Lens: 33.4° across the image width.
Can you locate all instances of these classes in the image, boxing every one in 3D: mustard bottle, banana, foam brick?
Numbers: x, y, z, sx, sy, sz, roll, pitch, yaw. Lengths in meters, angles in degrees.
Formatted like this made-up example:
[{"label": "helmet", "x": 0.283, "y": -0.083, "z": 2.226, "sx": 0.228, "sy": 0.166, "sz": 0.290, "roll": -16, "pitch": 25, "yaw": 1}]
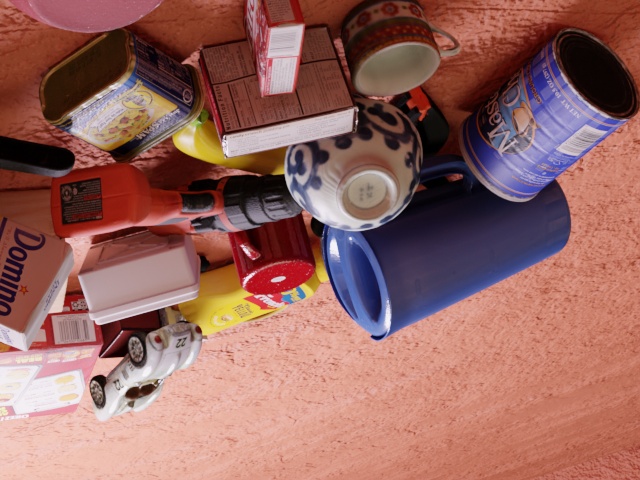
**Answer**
[{"label": "mustard bottle", "x": -0.064, "y": 0.050, "z": 1.229, "sx": 0.192, "sy": 0.058, "sz": 0.096, "roll": -20, "pitch": 149, "yaw": 7}, {"label": "banana", "x": -0.072, "y": -0.082, "z": 0.962, "sx": 0.070, "sy": 0.037, "sz": 0.197, "roll": 12, "pitch": 179, "yaw": 35}, {"label": "foam brick", "x": -0.225, "y": 0.098, "z": 1.242, "sx": 0.052, "sy": 0.051, "sz": 0.078, "roll": 2, "pitch": 150, "yaw": -34}]

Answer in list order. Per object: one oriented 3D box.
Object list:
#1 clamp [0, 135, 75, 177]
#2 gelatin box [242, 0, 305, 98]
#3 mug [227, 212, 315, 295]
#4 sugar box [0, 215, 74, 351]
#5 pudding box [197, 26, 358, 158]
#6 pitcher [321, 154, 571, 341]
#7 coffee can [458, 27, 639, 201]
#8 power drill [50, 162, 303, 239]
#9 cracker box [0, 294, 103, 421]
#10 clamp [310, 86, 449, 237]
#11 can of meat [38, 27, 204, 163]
[{"label": "clamp", "x": -0.286, "y": -0.088, "z": 0.820, "sx": 0.172, "sy": 0.039, "sz": 0.120, "roll": -7, "pitch": 130, "yaw": 15}, {"label": "gelatin box", "x": -0.037, "y": -0.162, "z": 0.801, "sx": 0.030, "sy": 0.073, "sz": 0.089, "roll": -9, "pitch": 155, "yaw": -12}, {"label": "mug", "x": -0.057, "y": 0.001, "z": 1.108, "sx": 0.093, "sy": 0.081, "sz": 0.117, "roll": -24, "pitch": 153, "yaw": 16}, {"label": "sugar box", "x": -0.305, "y": 0.015, "z": 0.888, "sx": 0.176, "sy": 0.093, "sz": 0.048, "roll": 20, "pitch": 150, "yaw": 3}, {"label": "pudding box", "x": -0.035, "y": -0.121, "z": 0.865, "sx": 0.113, "sy": 0.090, "sz": 0.039, "roll": -13, "pitch": 153, "yaw": -7}, {"label": "pitcher", "x": 0.132, "y": -0.007, "z": 1.091, "sx": 0.242, "sy": 0.145, "sz": 0.149, "roll": -21, "pitch": 171, "yaw": -22}, {"label": "coffee can", "x": 0.212, "y": -0.116, "z": 1.003, "sx": 0.102, "sy": 0.103, "sz": 0.141, "roll": 3, "pitch": 148, "yaw": -35}, {"label": "power drill", "x": -0.127, "y": -0.033, "z": 0.942, "sx": 0.185, "sy": 0.057, "sz": 0.187, "roll": -9, "pitch": 173, "yaw": 34}, {"label": "cracker box", "x": -0.353, "y": 0.141, "z": 1.232, "sx": 0.164, "sy": 0.072, "sz": 0.214, "roll": -4, "pitch": 153, "yaw": -24}, {"label": "clamp", "x": 0.086, "y": -0.081, "z": 1.075, "sx": 0.164, "sy": 0.036, "sz": 0.210, "roll": -15, "pitch": 153, "yaw": -25}, {"label": "can of meat", "x": -0.159, "y": -0.115, "z": 0.846, "sx": 0.102, "sy": 0.057, "sz": 0.083, "roll": -28, "pitch": 151, "yaw": 24}]
